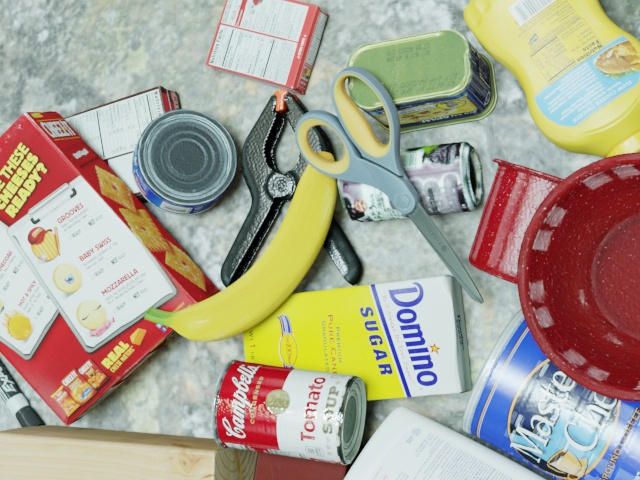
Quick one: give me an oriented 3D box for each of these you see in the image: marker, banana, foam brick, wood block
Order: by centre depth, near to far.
[{"bbox_3d":[-0.046,0.017,0.841,0.198,0.037,0.069,-43,95,-3],"label":"banana"},{"bbox_3d":[-0.008,0.184,0.851,0.078,0.053,0.051,9,88,21],"label":"foam brick"},{"bbox_3d":[-0.163,0.207,0.887,0.206,0.090,0.091,0,85,20],"label":"wood block"},{"bbox_3d":[-0.291,0.131,0.980,0.020,0.020,0.121,-44,72,11],"label":"marker"}]

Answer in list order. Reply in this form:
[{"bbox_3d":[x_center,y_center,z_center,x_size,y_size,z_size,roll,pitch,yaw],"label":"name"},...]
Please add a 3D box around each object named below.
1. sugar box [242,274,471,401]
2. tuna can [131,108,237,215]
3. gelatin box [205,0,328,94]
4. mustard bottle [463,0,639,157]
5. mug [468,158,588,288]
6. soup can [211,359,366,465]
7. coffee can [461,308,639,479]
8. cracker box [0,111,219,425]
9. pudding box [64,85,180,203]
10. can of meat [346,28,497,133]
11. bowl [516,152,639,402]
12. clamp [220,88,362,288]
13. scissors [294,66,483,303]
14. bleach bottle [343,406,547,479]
[{"bbox_3d":[0.027,0.083,0.852,0.176,0.048,0.093,-9,82,21],"label":"sugar box"},{"bbox_3d":[-0.114,-0.066,0.895,0.086,0.034,0.086,3,78,-15],"label":"tuna can"},{"bbox_3d":[-0.046,-0.172,0.914,0.089,0.030,0.073,18,92,21],"label":"gelatin box"},{"bbox_3d":[0.196,-0.124,0.802,0.096,0.058,0.192,-35,74,12],"label":"mustard bottle"},{"bbox_3d":[0.170,-0.005,0.786,0.117,0.093,0.081,19,96,14],"label":"mug"},{"bbox_3d":[-0.023,0.130,0.808,0.102,0.068,0.068,5,86,18],"label":"soup can"},{"bbox_3d":[0.186,0.123,0.757,0.140,0.102,0.103,27,94,21],"label":"coffee can"},{"bbox_3d":[-0.219,0.022,0.908,0.164,0.072,0.214,-42,88,13],"label":"cracker box"},{"bbox_3d":[-0.173,-0.078,0.947,0.114,0.039,0.090,-14,81,17],"label":"pudding box"},{"bbox_3d":[0.079,-0.124,0.833,0.102,0.083,0.057,-8,82,20],"label":"can of meat"},{"bbox_3d":[0.216,0.024,0.708,0.162,0.055,0.162,-1,88,32],"label":"bowl"},{"bbox_3d":[-0.036,-0.037,0.891,0.120,0.039,0.171,-11,81,9],"label":"clamp"},{"bbox_3d":[0.046,-0.032,0.814,0.096,0.016,0.202,-18,100,33],"label":"scissors"},{"bbox_3d":[0.135,0.213,0.746,0.251,0.068,0.102,25,72,37],"label":"bleach bottle"}]
